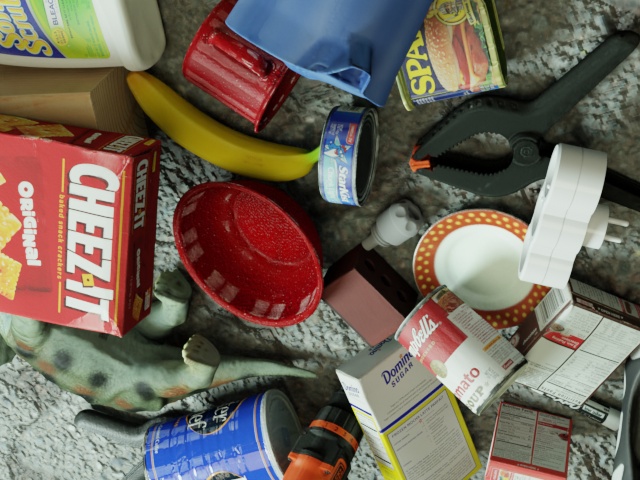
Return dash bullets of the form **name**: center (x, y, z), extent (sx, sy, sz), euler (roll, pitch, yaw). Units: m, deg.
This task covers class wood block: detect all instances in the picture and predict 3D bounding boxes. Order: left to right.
- **wood block**: center (-0.276, -0.109, 0.988), extent (0.206, 0.090, 0.090), euler (0, 120, 16)

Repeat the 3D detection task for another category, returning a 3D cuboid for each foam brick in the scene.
- **foam brick**: center (0.045, 0.050, 1.008), extent (0.078, 0.053, 0.051), euler (44, 122, -13)

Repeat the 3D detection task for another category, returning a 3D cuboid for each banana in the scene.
- **banana**: center (-0.086, -0.097, 0.968), extent (0.198, 0.037, 0.070), euler (21, 127, 6)

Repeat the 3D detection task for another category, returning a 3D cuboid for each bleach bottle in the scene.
- **bleach bottle**: center (-0.270, -0.195, 0.952), extent (0.251, 0.068, 0.102), euler (-1, 119, 20)

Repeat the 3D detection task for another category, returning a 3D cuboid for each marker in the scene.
- **marker**: center (0.234, 0.149, 1.029), extent (0.121, 0.020, 0.020), euler (26, 124, 1)

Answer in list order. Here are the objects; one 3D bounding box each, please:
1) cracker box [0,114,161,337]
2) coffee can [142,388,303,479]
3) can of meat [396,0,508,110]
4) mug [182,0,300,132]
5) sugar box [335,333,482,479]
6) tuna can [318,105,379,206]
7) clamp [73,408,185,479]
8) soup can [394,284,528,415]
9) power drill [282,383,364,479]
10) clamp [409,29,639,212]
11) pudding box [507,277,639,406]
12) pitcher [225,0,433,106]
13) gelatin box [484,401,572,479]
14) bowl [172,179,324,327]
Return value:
- **cracker box**: center (-0.252, -0.019, 0.919), extent (0.214, 0.072, 0.164), euler (11, 110, 11)
- **coffee can**: center (-0.097, 0.220, 1.099), extent (0.140, 0.102, 0.103), euler (-18, 114, 15)
- **can of meat**: center (0.101, -0.164, 0.861), extent (0.084, 0.057, 0.102), euler (-9, 117, 19)
- **mug**: center (-0.063, -0.151, 0.887), extent (0.081, 0.117, 0.093), euler (33, 96, 2)
- **sugar box**: center (0.089, 0.175, 1.046), extent (0.048, 0.093, 0.176), euler (13, 132, 58)
- **tuna can**: center (0.025, -0.073, 0.920), extent (0.034, 0.086, 0.086), euler (8, 122, 14)
- **clamp**: center (-0.187, 0.242, 1.202), extent (0.172, 0.039, 0.120), euler (-2, 121, 18)
- **soup can**: center (0.126, 0.098, 0.956), extent (0.102, 0.068, 0.069), euler (43, 126, 17)
- **power drill**: center (0.022, 0.249, 1.089), extent (0.057, 0.184, 0.187), euler (13, 144, 31)
- **clamp**: center (0.177, -0.092, 0.890), extent (0.210, 0.036, 0.164), euler (-1, 123, 16)
- **pudding box**: center (0.230, 0.094, 0.975), extent (0.090, 0.039, 0.114), euler (21, 128, -17)
- **pitcher**: center (0.037, -0.233, 0.773), extent (0.149, 0.144, 0.243), euler (32, 103, 15)
- **gelatin box**: center (0.201, 0.201, 1.028), extent (0.073, 0.089, 0.030), euler (12, 124, 10)
- **bowl**: center (-0.057, 0.001, 0.995), extent (0.162, 0.055, 0.162), euler (19, 133, 22)
